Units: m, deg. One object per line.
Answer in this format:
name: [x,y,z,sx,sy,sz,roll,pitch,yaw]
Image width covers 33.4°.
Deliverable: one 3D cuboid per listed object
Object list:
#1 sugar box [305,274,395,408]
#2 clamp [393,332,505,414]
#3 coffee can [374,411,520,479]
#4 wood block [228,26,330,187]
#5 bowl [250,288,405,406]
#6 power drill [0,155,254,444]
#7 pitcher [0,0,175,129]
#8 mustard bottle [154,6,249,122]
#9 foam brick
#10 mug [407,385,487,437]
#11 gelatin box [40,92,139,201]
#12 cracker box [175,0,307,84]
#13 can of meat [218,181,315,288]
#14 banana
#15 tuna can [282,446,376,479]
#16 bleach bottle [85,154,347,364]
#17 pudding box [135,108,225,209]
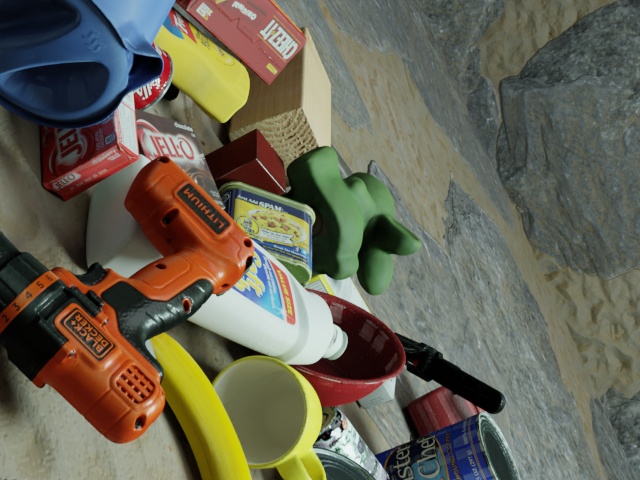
sugar box: [0.028,0.095,1.205,0.176,0.048,0.093,62,18,-19]
clamp: [0.124,0.139,1.175,0.164,0.036,0.210,29,-1,9]
coffee can: [0.125,0.251,1.111,0.102,0.140,0.103,53,22,-32]
wood block: [-0.043,-0.155,1.248,0.206,0.090,0.091,-89,158,-54]
bowl: [-0.004,0.107,1.006,0.162,0.055,0.162,16,24,-7]
power drill: [-0.141,0.018,0.700,0.184,0.057,0.187,46,42,-3]
pitcher: [-0.175,-0.208,0.801,0.149,0.145,0.242,49,38,-26]
mustard bottle: [-0.153,-0.197,1.020,0.191,0.058,0.096,39,19,-32]
foam brick: [-0.080,-0.064,1.060,0.053,0.078,0.051,51,24,-36]
mug: [0.165,0.220,1.321,0.093,0.117,0.081,-17,74,-31]
gelatin box: [-0.179,-0.085,0.819,0.030,0.073,0.089,41,30,-49]
cracker box: [-0.128,-0.274,1.094,0.214,0.072,0.164,46,6,32]
can of meat: [-0.057,0.001,1.024,0.102,0.058,0.084,19,40,-17]
banana: [-0.089,0.154,0.812,0.069,0.037,0.198,15,52,-67]
tuna can: [0.011,0.217,0.938,0.086,0.034,0.086,25,12,-6]
bleach bottle: [-0.073,0.032,0.880,0.250,0.068,0.102,32,37,-35]
pudding box: [-0.140,-0.065,0.956,0.090,0.039,0.113,68,18,12]
